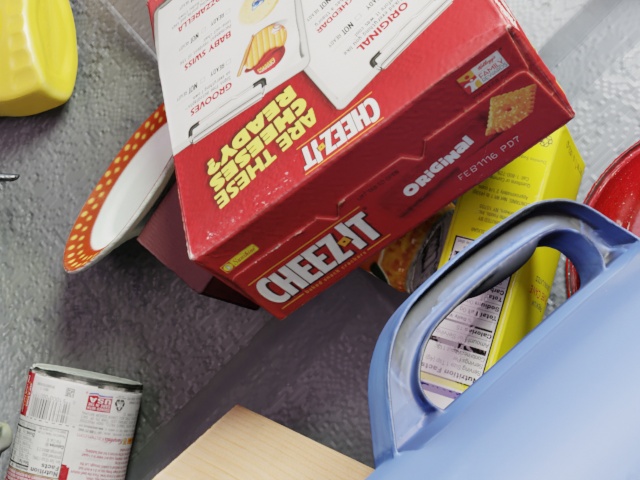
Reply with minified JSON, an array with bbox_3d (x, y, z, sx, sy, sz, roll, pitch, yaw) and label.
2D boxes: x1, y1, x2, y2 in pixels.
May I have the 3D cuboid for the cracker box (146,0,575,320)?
[{"bbox_3d":[0.005,-0.091,0.516,0.164,0.072,0.214,-36,42,18],"label":"cracker box"}]

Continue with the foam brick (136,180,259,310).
[{"bbox_3d":[-0.054,0.001,0.596,0.053,0.078,0.051,40,95,23],"label":"foam brick"}]

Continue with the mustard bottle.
[{"bbox_3d":[-0.256,-0.113,0.711,0.192,0.058,0.096,-14,74,20],"label":"mustard bottle"}]

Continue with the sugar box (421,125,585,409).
[{"bbox_3d":[0.084,0.032,0.525,0.048,0.093,0.176,12,86,22],"label":"sugar box"}]

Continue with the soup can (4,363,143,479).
[{"bbox_3d":[-0.145,0.127,0.616,0.069,0.068,0.102,8,83,23],"label":"soup can"}]
